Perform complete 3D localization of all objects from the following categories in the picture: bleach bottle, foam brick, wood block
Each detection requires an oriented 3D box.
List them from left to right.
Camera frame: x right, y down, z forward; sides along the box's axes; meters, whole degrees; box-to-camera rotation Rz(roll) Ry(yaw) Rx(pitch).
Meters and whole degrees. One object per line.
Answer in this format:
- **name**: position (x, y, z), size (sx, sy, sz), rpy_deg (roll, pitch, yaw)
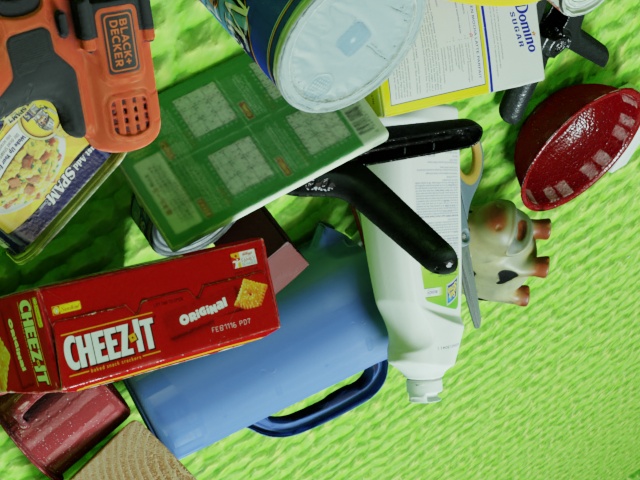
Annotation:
- **wood block**: position (-0.176, 0.227, 0.941), size (0.090, 0.090, 0.206), rpy_deg (-45, -179, -21)
- **foam brick**: position (-0.056, 0.001, 0.879), size (0.051, 0.078, 0.053), rpy_deg (-38, 150, 0)
- **bleach bottle**: position (0.076, 0.012, 0.901), size (0.102, 0.068, 0.251), rpy_deg (-4, 92, -45)

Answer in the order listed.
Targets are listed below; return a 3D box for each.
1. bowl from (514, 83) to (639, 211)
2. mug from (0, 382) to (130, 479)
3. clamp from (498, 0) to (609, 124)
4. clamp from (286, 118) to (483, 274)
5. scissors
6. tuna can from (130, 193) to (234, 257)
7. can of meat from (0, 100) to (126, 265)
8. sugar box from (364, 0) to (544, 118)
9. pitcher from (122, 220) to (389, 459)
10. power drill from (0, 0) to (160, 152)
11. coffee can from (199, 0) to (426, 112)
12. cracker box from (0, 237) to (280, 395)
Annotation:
- **bowl**: position (0.255, -0.107, 1.102), size (0.162, 0.055, 0.162), rpy_deg (-28, 148, -19)
- **mug**: position (-0.213, 0.134, 0.870), size (0.081, 0.093, 0.117), rpy_deg (-40, 158, -9)
- **clamp**: position (0.215, -0.187, 0.966), size (0.120, 0.039, 0.171), rpy_deg (-33, 150, -14)
- **clamp**: position (0.018, -0.053, 0.789), size (0.210, 0.164, 0.036), rpy_deg (12, 134, -3)
- **scissors**: position (0.143, -0.022, 1.030), size (0.096, 0.016, 0.201), rpy_deg (-42, 119, -31)
- **tuna can**: position (-0.103, -0.029, 0.829), size (0.086, 0.034, 0.086), rpy_deg (-28, 148, -19)
- **can of meat**: position (-0.183, -0.051, 0.647), size (0.102, 0.058, 0.084), rpy_deg (-50, 120, -9)
- **sugar box**: position (0.096, -0.155, 0.830), size (0.175, 0.048, 0.093), rpy_deg (-17, 103, -37)
- **pitcher**: position (-0.051, 0.105, 0.970), size (0.242, 0.149, 0.145), rpy_deg (-28, 164, -14)
- **power drill**: position (-0.180, -0.121, 0.560), size (0.187, 0.057, 0.184), rpy_deg (-16, 114, -22)
- **coffee can**: position (-0.019, -0.159, 0.639), size (0.102, 0.140, 0.103), rpy_deg (-28, 148, -19)
- **cracker box**: position (-0.155, 0.058, 0.742), size (0.163, 0.072, 0.214), rpy_deg (-14, -179, -37)
